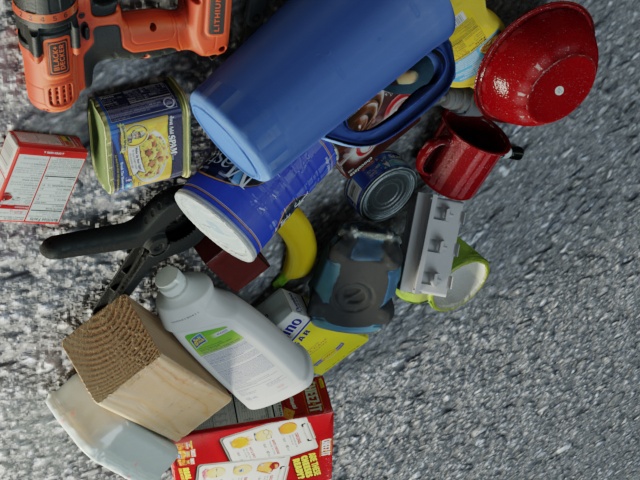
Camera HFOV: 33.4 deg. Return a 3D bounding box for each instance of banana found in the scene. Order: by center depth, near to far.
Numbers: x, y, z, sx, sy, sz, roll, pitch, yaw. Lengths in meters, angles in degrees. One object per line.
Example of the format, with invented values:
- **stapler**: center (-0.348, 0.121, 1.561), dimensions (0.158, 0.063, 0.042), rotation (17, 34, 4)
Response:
- **banana**: center (-0.042, -0.006, 1.249), dimensions (0.069, 0.037, 0.198), rotation (-32, 143, -10)

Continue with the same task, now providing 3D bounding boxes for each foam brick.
- **foam brick**: center (-0.104, 0.012, 1.202), dimensions (0.051, 0.053, 0.078), rotation (-40, 143, 1)

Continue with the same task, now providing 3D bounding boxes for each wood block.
- **wood block**: center (-0.193, 0.150, 1.215), dimensions (0.090, 0.091, 0.206), rotation (-38, 153, 0)

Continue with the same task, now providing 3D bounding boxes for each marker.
- **marker**: center (0.220, -0.115, 1.373), dimensions (0.120, 0.020, 0.020), rotation (0, 129, -41)

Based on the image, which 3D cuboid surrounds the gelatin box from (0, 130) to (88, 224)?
- **gelatin box**: center (-0.269, -0.058, 1.003), dimensions (0.073, 0.030, 0.089), rotation (2, 128, -43)

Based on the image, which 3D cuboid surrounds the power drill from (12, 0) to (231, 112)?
- **power drill**: center (-0.169, -0.206, 0.911), dimensions (0.187, 0.057, 0.184), rotation (-17, 142, -23)

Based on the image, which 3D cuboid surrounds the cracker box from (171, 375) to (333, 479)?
- **cracker box**: center (-0.094, 0.265, 1.416), dimensions (0.213, 0.072, 0.164), rotation (-8, 137, -9)

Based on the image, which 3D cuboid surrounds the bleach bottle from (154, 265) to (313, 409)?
- **bleach bottle**: center (-0.106, 0.104, 1.232), dimensions (0.103, 0.068, 0.250), rotation (-26, 137, 11)

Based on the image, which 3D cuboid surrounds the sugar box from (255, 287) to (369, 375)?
- **sugar box**: center (-0.024, 0.122, 1.383), dimensions (0.093, 0.048, 0.176), rotation (-40, 148, 21)

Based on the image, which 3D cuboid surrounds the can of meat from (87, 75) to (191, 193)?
- **can of meat**: center (-0.173, -0.098, 1.021), dimensions (0.083, 0.057, 0.102), rotation (-18, 138, -23)

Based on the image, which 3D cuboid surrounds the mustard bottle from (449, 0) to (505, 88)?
- **mustard bottle**: center (0.153, -0.220, 1.169), dimensions (0.096, 0.058, 0.191), rotation (-35, 145, 10)

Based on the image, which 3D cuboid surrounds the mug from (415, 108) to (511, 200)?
- **mug**: center (0.160, -0.101, 1.277), dimensions (0.117, 0.093, 0.082), rotation (-8, 139, -43)

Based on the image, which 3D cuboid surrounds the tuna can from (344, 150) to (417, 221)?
- **tuna can**: center (0.074, -0.064, 1.289), dimensions (0.086, 0.034, 0.086), rotation (-23, 141, -20)

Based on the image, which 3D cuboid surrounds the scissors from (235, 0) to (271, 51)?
- **scissors**: center (-0.047, -0.227, 1.026), dimensions (0.096, 0.016, 0.202), rotation (-21, 140, -23)

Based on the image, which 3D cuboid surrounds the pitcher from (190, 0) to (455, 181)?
- **pitcher**: center (0.006, -0.162, 1.002), dimensions (0.242, 0.149, 0.145), rotation (-43, 153, -9)

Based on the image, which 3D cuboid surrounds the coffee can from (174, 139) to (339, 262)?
- **coffee can**: center (-0.064, -0.063, 1.082), dimensions (0.140, 0.103, 0.102), rotation (-50, 146, -15)

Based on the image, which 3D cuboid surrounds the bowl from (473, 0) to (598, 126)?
- **bowl**: center (0.253, -0.183, 1.188), dimensions (0.162, 0.055, 0.162), rotation (-19, 140, -18)

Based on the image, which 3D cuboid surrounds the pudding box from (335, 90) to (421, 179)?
- **pudding box**: center (0.051, -0.134, 1.190), dimensions (0.113, 0.039, 0.090), rotation (-38, 144, -1)

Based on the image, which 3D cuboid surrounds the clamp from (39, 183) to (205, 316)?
- **clamp**: center (-0.186, -0.006, 1.121), dimensions (0.210, 0.036, 0.164), rotation (-36, 151, -3)
